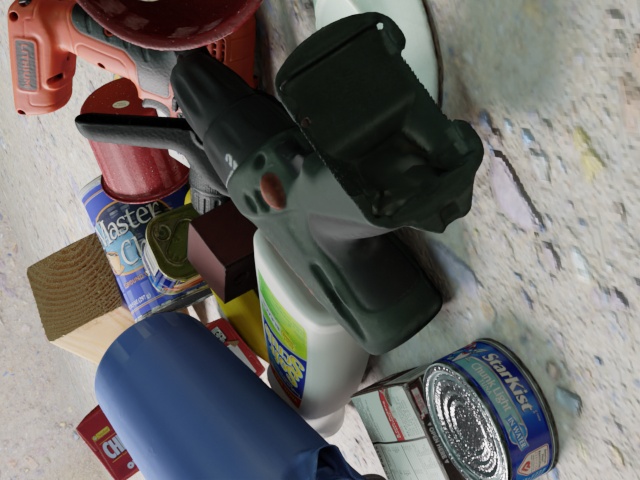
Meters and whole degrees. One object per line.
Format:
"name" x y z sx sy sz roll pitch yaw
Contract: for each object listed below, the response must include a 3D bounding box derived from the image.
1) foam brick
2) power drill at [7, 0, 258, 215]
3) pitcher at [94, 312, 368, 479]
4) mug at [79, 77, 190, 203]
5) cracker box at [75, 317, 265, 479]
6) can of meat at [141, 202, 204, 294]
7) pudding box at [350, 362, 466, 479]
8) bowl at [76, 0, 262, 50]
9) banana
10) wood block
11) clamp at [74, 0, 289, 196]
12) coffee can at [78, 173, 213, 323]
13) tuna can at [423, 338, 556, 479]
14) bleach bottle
"foam brick" -0.055 0.001 0.811 0.051 0.078 0.053 51 156 23
"power drill" -0.137 -0.110 0.800 0.188 0.057 0.184 16 127 11
"pitcher" -0.077 0.170 0.817 0.243 0.149 0.145 41 171 40
"mug" -0.169 -0.101 0.966 0.117 0.093 0.081 -119 10 -46
"cracker box" -0.149 0.149 1.030 0.072 0.164 0.214 53 168 -1
"can of meat" -0.098 0.002 0.894 0.057 0.102 0.084 65 162 6
"pudding box" 0.068 0.131 0.706 0.090 0.039 0.114 65 161 5
"bowl" -0.086 -0.200 0.651 0.162 0.055 0.162 6 109 18
"banana" -0.084 0.029 0.976 0.198 0.037 0.070 66 160 3
"wood block" -0.217 0.078 1.153 0.091 0.090 0.206 66 -173 24
"clamp" -0.072 -0.090 0.727 0.039 0.171 0.120 -77 13 -58
"coffee can" -0.162 -0.001 1.045 0.140 0.102 0.103 65 160 6
"tuna can" 0.095 0.102 0.612 0.086 0.033 0.086 51 154 37
"bleach bottle" -0.003 0.087 0.804 0.103 0.068 0.251 52 157 31
